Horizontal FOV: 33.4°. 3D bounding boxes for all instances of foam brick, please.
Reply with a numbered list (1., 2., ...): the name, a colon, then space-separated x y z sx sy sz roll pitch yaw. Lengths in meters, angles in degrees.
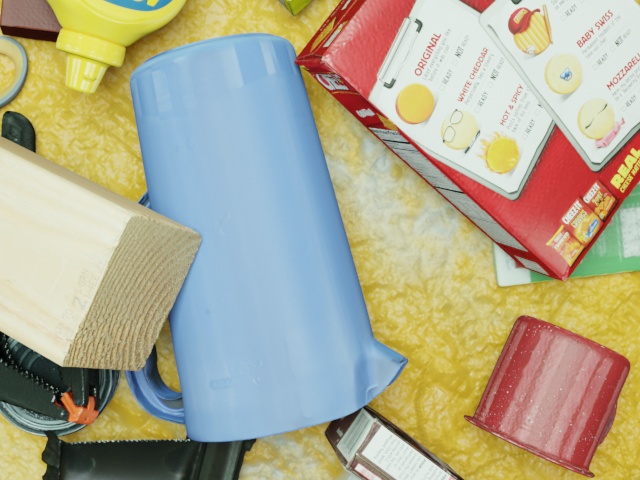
1. foam brick: -0.166 -0.157 0.693 0.078 0.051 0.053 6 92 -14

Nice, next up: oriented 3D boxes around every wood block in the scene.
1. wood block: -0.187 -0.010 0.620 0.206 0.090 0.090 25 91 21

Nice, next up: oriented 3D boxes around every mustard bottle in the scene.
1. mustard bottle: -0.119 -0.182 0.640 0.096 0.058 0.192 14 96 -29

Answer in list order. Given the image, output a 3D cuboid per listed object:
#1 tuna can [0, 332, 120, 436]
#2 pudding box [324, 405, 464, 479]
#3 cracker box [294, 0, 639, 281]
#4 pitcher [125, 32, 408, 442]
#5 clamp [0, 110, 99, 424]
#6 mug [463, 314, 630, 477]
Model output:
1. tuna can: -0.180 0.089 0.723 0.086 0.034 0.086 0 94 -3
2. pudding box: 0.053 0.147 0.699 0.090 0.113 0.039 36 88 -5
3. cracker box: 0.116 -0.105 0.667 0.213 0.072 0.164 40 84 -18
4. pitcher: -0.054 0.001 0.683 0.149 0.145 0.243 -13 91 -25
5. clamp: -0.216 0.039 0.690 0.164 0.036 0.210 -34 72 3
6. mug: 0.163 0.106 0.720 0.117 0.093 0.081 26 87 -35
